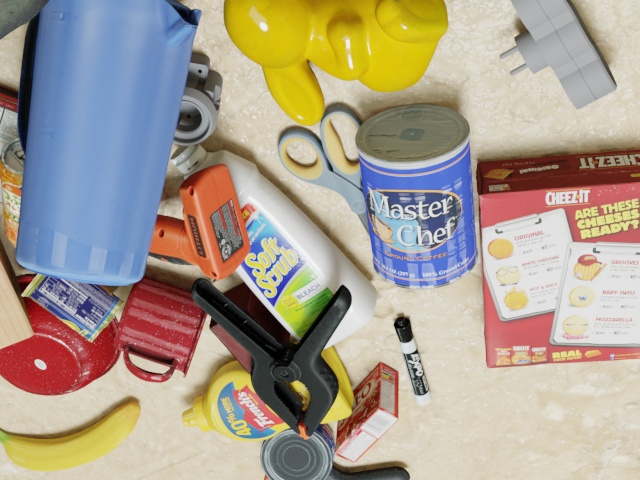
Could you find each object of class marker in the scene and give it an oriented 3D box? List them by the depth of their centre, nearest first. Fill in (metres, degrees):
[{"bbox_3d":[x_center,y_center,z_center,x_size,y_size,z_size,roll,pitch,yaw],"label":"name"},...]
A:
[{"bbox_3d":[0.100,0.131,1.162,0.020,0.020,0.121,-10,124,11],"label":"marker"}]

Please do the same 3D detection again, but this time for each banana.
[{"bbox_3d":[-0.293,0.236,1.256,0.198,0.037,0.069,-13,125,13],"label":"banana"}]

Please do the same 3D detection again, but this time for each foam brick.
[{"bbox_3d":[-0.074,0.092,1.126,0.051,0.053,0.078,-25,120,21],"label":"foam brick"}]

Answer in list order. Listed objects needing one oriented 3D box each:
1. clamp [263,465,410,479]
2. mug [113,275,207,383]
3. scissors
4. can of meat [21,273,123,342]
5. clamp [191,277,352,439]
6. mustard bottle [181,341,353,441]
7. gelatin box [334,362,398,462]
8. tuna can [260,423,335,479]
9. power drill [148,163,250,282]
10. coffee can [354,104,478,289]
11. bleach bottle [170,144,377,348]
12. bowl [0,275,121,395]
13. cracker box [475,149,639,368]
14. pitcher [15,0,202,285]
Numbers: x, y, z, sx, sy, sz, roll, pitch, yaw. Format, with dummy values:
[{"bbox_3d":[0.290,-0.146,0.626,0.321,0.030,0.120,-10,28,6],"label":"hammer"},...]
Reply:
[{"bbox_3d":[0.020,0.295,1.276,0.171,0.039,0.120,23,110,-9],"label":"clamp"},{"bbox_3d":[-0.166,0.095,1.100,0.081,0.117,0.093,19,141,-4],"label":"mug"},{"bbox_3d":[0.017,-0.041,1.046,0.096,0.016,0.202,-5,125,10],"label":"scissors"},{"bbox_3d":[-0.249,0.057,1.077,0.084,0.102,0.057,38,80,-10],"label":"can of meat"},{"bbox_3d":[-0.024,0.118,1.072,0.165,0.036,0.210,-3,127,25],"label":"clamp"},{"bbox_3d":[-0.066,0.174,1.181,0.192,0.058,0.096,-18,114,17],"label":"mustard bottle"},{"bbox_3d":[0.050,0.190,1.176,0.030,0.073,0.089,29,123,-15],"label":"gelatin box"},{"bbox_3d":[-0.026,0.244,1.228,0.086,0.033,0.086,2,106,6],"label":"tuna can"},{"bbox_3d":[-0.164,-0.036,1.001,0.188,0.057,0.184,6,125,35],"label":"power drill"},{"bbox_3d":[0.091,-0.040,0.988,0.103,0.102,0.140,-5,125,7],"label":"coffee can"},{"bbox_3d":[-0.057,0.001,1.055,0.103,0.068,0.250,-32,115,29],"label":"bleach bottle"},{"bbox_3d":[-0.300,0.117,1.160,0.162,0.055,0.162,2,126,2],"label":"bowl"},{"bbox_3d":[0.238,0.021,1.042,0.164,0.072,0.214,-4,125,6],"label":"cracker box"},{"bbox_3d":[-0.191,-0.092,0.896,0.145,0.149,0.243,9,93,-11],"label":"pitcher"}]
